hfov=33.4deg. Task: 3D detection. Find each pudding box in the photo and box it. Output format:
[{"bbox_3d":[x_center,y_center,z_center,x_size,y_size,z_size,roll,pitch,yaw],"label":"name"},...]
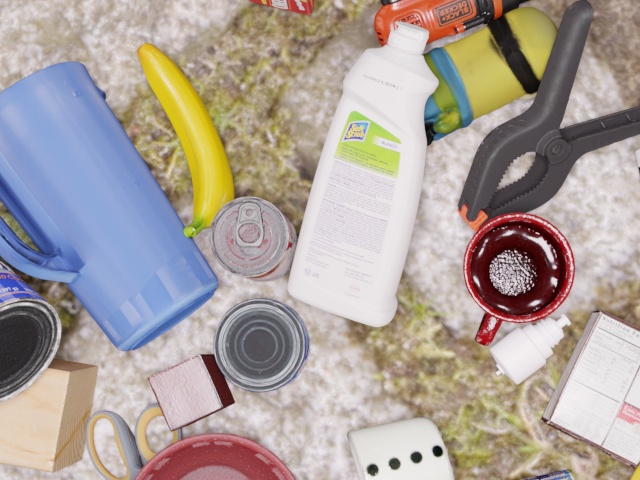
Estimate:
[{"bbox_3d":[0.259,0.129,0.936,0.090,0.039,0.113,27,86,7],"label":"pudding box"}]

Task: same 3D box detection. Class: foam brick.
[{"bbox_3d":[-0.113,0.133,0.947,0.053,0.078,0.051,-25,83,0],"label":"foam brick"}]

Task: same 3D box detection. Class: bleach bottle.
[{"bbox_3d":[0.049,-0.058,0.911,0.102,0.068,0.251,19,109,7],"label":"bleach bottle"}]

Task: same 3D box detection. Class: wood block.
[{"bbox_3d":[-0.317,0.141,0.956,0.206,0.091,0.090,9,87,5],"label":"wood block"}]

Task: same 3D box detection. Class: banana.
[{"bbox_3d":[-0.117,-0.090,0.972,0.037,0.069,0.198,-27,69,20],"label":"banana"}]

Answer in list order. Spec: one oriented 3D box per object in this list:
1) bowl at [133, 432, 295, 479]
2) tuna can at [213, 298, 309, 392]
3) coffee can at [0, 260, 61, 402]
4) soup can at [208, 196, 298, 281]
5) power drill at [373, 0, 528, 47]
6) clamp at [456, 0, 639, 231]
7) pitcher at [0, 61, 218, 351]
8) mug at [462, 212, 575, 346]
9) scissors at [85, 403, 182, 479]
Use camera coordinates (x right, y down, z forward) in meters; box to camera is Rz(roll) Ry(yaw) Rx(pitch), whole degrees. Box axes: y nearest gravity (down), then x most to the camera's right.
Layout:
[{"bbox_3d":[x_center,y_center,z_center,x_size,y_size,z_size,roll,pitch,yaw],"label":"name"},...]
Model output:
[{"bbox_3d":[-0.093,0.247,0.938,0.162,0.055,0.162,0,87,-5],"label":"bowl"},{"bbox_3d":[-0.053,0.095,0.966,0.086,0.033,0.086,0,85,5],"label":"tuna can"},{"bbox_3d":[-0.297,0.056,0.883,0.140,0.102,0.103,35,88,32],"label":"coffee can"},{"bbox_3d":[-0.056,0.001,0.941,0.068,0.102,0.068,0,85,4],"label":"soup can"},{"bbox_3d":[0.114,-0.277,0.942,0.184,0.057,0.187,-24,108,-6],"label":"power drill"},{"bbox_3d":[0.209,-0.087,0.939,0.164,0.036,0.210,29,108,-33],"label":"clamp"},{"bbox_3d":[-0.206,-0.022,0.939,0.149,0.145,0.243,-35,86,-2],"label":"pitcher"},{"bbox_3d":[0.164,0.037,0.929,0.093,0.081,0.117,22,87,6],"label":"mug"},{"bbox_3d":[-0.142,0.237,0.971,0.096,0.016,0.202,-31,86,-1],"label":"scissors"}]
